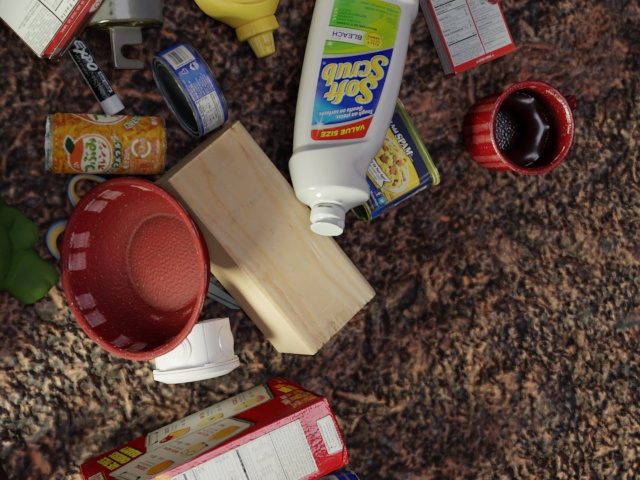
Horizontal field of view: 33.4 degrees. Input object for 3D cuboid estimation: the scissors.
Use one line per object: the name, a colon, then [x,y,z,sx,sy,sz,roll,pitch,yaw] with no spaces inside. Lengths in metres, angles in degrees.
scissors: [-0.175,0.024,1.008,0.096,0.016,0.201,-44,103,-9]

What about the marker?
marker: [-0.220,-0.170,0.985,0.020,0.020,0.121,-33,101,-13]

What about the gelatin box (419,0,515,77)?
gelatin box: [0.148,-0.222,1.089,0.073,0.030,0.089,-24,98,-13]

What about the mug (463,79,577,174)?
mug: [0.206,-0.118,1.083,0.117,0.082,0.093,-31,100,-13]

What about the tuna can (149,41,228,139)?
tuna can: [-0.121,-0.138,0.982,0.033,0.086,0.086,-32,101,-15]

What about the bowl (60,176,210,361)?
bowl: [-0.154,0.023,0.950,0.055,0.162,0.162,-12,97,-61]

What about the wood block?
wood block: [-0.056,0.001,0.999,0.090,0.091,0.206,-43,102,-19]

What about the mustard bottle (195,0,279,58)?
mustard bottle: [-0.084,-0.265,1.002,0.096,0.058,0.191,-24,99,-26]

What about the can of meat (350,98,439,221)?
can of meat: [0.055,-0.080,1.052,0.084,0.057,0.102,-31,100,-11]

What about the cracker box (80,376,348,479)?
cracker box: [-0.098,0.202,0.959,0.213,0.164,0.072,-23,96,-15]

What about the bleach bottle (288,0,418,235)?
bleach bottle: [0.029,-0.123,0.991,0.102,0.068,0.251,9,68,-4]

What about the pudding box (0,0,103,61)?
pudding box: [-0.245,-0.226,0.928,0.113,0.039,0.090,44,106,10]
